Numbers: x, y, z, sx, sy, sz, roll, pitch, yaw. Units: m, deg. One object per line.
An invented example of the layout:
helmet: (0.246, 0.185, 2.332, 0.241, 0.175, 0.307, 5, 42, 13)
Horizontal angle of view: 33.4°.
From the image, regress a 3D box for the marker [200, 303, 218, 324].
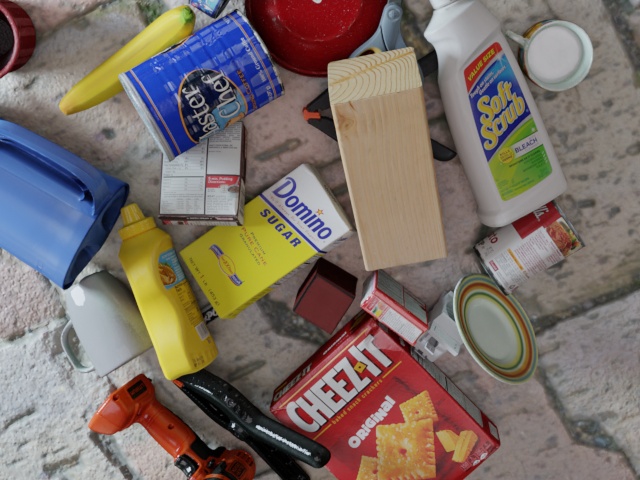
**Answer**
marker: (-0.130, 0.086, 1.223, 0.121, 0.020, 0.020, -33, 100, 10)

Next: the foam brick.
foam brick: (0.006, 0.059, 1.181, 0.053, 0.078, 0.051, 31, 103, -3)

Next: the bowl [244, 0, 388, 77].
bowl: (-0.001, -0.251, 1.108, 0.162, 0.055, 0.162, 0, 96, 3)

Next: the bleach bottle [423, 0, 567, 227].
bleach bottle: (0.167, -0.146, 1.115, 0.102, 0.068, 0.251, -29, 106, -8)

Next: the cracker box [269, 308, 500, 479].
cracker box: (0.074, 0.204, 1.215, 0.164, 0.072, 0.213, -43, 97, 11)

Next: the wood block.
wood block: (0.070, -0.081, 1.100, 0.091, 0.090, 0.206, -10, 126, 5)

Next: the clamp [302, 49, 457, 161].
clamp: (0.069, -0.132, 1.151, 0.171, 0.039, 0.120, -12, 96, 3)

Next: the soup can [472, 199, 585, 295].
soup can: (0.226, 0.006, 1.162, 0.102, 0.068, 0.068, -35, 100, 11)

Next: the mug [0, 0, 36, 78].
mug: (-0.352, -0.203, 1.131, 0.093, 0.081, 0.117, 6, 104, 1)

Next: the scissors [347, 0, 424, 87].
scissors: (0.088, -0.217, 1.088, 0.096, 0.016, 0.202, 22, 112, -15)

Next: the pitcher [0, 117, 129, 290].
pitcher: (-0.334, -0.067, 1.137, 0.243, 0.145, 0.149, 31, 101, -2)

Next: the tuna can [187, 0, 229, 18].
tuna can: (-0.101, -0.272, 1.101, 0.033, 0.086, 0.086, 32, 103, -7)

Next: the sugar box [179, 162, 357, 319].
sugar box: (-0.058, 0.001, 1.174, 0.176, 0.048, 0.093, -36, 80, 12)

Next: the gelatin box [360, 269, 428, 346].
gelatin box: (0.081, 0.072, 1.173, 0.073, 0.089, 0.030, 37, 103, -6)

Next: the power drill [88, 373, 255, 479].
power drill: (-0.165, 0.239, 1.188, 0.187, 0.184, 0.057, 40, 102, 3)

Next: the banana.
banana: (-0.197, -0.197, 1.132, 0.198, 0.069, 0.037, -33, 86, 27)

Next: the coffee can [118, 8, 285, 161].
coffee can: (-0.122, -0.160, 1.103, 0.140, 0.103, 0.103, -31, 101, -6)

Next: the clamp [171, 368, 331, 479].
clamp: (-0.081, 0.213, 1.218, 0.210, 0.165, 0.036, 33, 64, 13)

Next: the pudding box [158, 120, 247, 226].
pudding box: (-0.127, -0.073, 1.154, 0.090, 0.039, 0.113, 1, 75, 3)

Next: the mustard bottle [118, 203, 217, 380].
mustard bottle: (-0.174, 0.051, 1.163, 0.058, 0.096, 0.191, -20, 94, 12)
